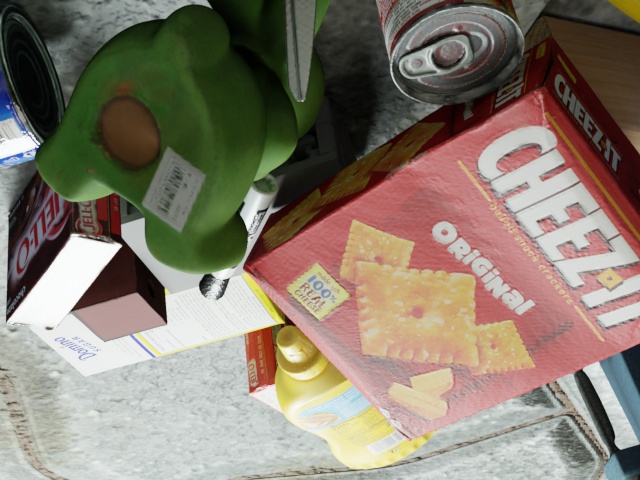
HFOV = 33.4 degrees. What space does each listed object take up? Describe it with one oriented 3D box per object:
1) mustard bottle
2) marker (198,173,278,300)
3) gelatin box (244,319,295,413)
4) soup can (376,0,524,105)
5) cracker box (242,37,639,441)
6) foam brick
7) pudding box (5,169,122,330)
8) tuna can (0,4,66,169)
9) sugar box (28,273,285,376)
[{"bbox_3d":[0.019,0.115,0.830,0.096,0.058,0.191,-29,140,12],"label":"mustard bottle"},{"bbox_3d":[-0.054,0.001,0.679,0.020,0.020,0.121,7,142,-21],"label":"marker"},{"bbox_3d":[-0.028,0.108,0.895,0.030,0.073,0.089,-26,141,24],"label":"gelatin box"},{"bbox_3d":[0.061,-0.131,0.559,0.068,0.102,0.068,-6,144,-4],"label":"soup can"},{"bbox_3d":[0.088,0.012,0.620,0.214,0.072,0.164,-30,111,32],"label":"cracker box"},{"bbox_3d":[-0.142,0.023,0.750,0.051,0.078,0.053,-17,146,10],"label":"foam brick"},{"bbox_3d":[-0.168,-0.007,0.692,0.039,0.090,0.114,14,139,-29],"label":"pudding box"},{"bbox_3d":[-0.172,-0.085,0.587,0.034,0.086,0.086,-15,144,6],"label":"tuna can"},{"bbox_3d":[-0.123,0.048,0.818,0.176,0.048,0.093,-13,145,12],"label":"sugar box"}]
